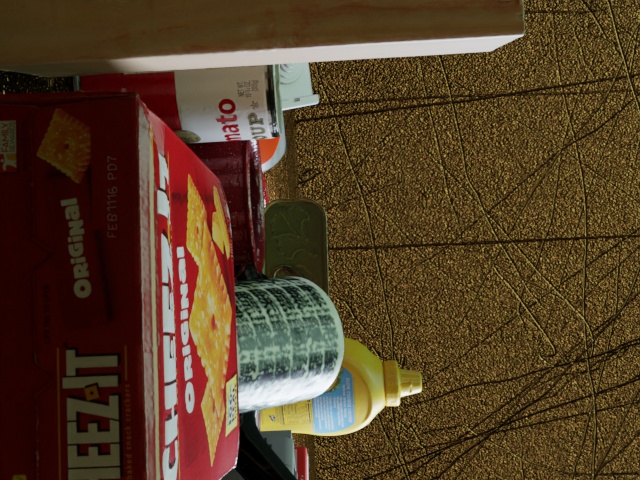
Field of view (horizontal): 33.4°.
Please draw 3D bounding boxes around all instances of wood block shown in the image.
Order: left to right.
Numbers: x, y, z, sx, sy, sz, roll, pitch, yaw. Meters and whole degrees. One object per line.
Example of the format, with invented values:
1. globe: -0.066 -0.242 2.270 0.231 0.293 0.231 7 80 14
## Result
1. wood block: -0.027 -0.120 0.442 0.091 0.206 0.090 -77 164 -83

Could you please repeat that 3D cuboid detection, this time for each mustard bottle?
1. mustard bottle: -0.006 0.131 0.955 0.058 0.191 0.096 -89 176 -62

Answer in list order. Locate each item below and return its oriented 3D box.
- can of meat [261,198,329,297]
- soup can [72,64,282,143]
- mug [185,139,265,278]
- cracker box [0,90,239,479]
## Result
1. can of meat: -0.023 0.020 0.949 0.084 0.057 0.102 97 -9 -82
2. soup can: -0.073 -0.085 0.568 0.068 0.102 0.068 -2 89 -88
3. mug: -0.077 -0.016 0.653 0.117 0.081 0.093 85 3 -47
4. cracker box: -0.085 0.036 0.485 0.213 0.072 0.164 63 24 -84
